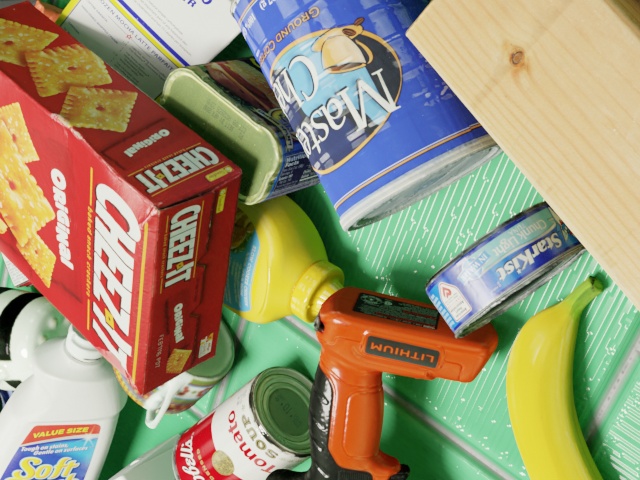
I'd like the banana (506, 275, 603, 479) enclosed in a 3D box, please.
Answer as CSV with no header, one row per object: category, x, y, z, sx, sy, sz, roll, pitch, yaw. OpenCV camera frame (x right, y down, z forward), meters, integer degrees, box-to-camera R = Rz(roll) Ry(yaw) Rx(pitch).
banana,0.147,0.122,0.604,0.070,0.037,0.198,-12,96,41

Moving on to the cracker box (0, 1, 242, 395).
cracker box,-0.153,-0.028,0.686,0.214,0.072,0.164,39,139,27

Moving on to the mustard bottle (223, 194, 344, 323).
mustard bottle,-0.054,0.001,0.712,0.192,0.058,0.096,32,129,27

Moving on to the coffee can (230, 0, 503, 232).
coffee can,0.027,-0.090,0.592,0.103,0.102,0.140,-32,83,40

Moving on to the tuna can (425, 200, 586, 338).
tuna can,0.100,0.016,0.578,0.086,0.085,0.034,-44,74,38

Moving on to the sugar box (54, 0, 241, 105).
sugar box,-0.117,-0.139,0.702,0.093,0.048,0.177,45,133,-13

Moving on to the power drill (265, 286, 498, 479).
power drill,0.049,0.133,0.649,0.184,0.057,0.188,13,106,4

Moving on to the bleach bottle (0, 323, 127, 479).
bleach bottle,-0.217,0.155,0.835,0.068,0.102,0.251,-99,27,-51

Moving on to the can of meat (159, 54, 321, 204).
can of meat,-0.038,-0.071,0.661,0.102,0.083,0.057,39,125,23

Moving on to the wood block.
wood block,0.151,-0.059,0.512,0.206,0.090,0.091,52,129,13

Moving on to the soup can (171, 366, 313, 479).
soup can,-0.048,0.139,0.745,0.102,0.068,0.068,-41,77,38
